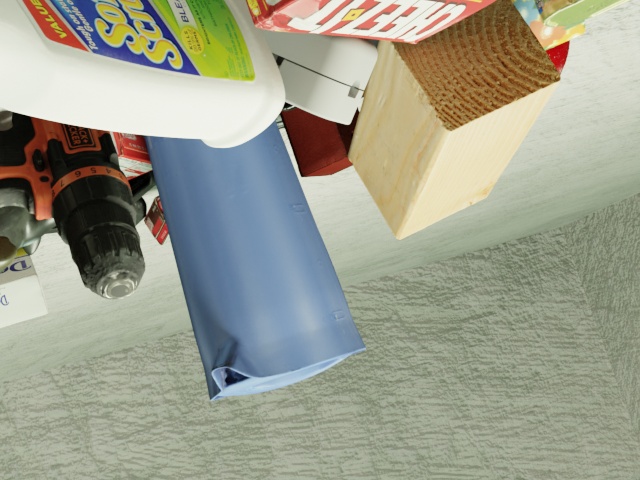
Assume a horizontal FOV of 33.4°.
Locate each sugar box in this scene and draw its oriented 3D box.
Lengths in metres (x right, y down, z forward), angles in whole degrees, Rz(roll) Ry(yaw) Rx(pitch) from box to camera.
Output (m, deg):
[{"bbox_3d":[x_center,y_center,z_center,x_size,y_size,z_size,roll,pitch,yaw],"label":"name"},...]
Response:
[{"bbox_3d":[-0.316,0.035,1.005,0.093,0.048,0.176,-17,-161,-17],"label":"sugar box"}]

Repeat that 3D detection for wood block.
[{"bbox_3d":[0.089,-0.089,0.789,0.090,0.090,0.206,-27,165,-13],"label":"wood block"}]

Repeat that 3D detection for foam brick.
[{"bbox_3d":[0.004,-0.100,0.934,0.051,0.078,0.052,-23,173,31],"label":"foam brick"}]

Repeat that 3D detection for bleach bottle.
[{"bbox_3d":[-0.126,-0.098,0.542,0.068,0.102,0.250,-30,168,33],"label":"bleach bottle"}]

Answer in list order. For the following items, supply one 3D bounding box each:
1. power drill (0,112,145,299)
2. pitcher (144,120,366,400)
[{"bbox_3d":[-0.212,-0.025,0.661,0.187,0.184,0.057,-7,136,-22],"label":"power drill"},{"bbox_3d":[-0.056,0.001,0.885,0.145,0.243,0.149,-16,172,-11],"label":"pitcher"}]
